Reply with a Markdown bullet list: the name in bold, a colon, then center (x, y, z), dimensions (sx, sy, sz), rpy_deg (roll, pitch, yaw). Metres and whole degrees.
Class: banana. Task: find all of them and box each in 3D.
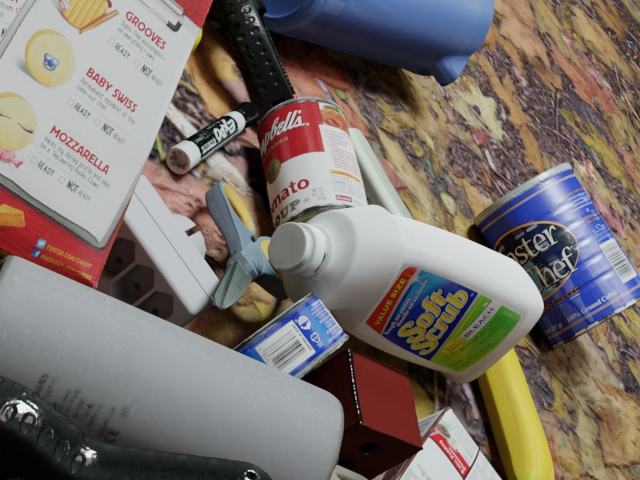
- **banana**: center (0.144, 0.124, 0.808), dimensions (0.198, 0.037, 0.069), rpy_deg (-101, 176, -47)

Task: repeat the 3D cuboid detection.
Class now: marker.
- **marker**: center (-0.072, -0.074, 0.745), dimensions (0.020, 0.020, 0.121), rpy_deg (51, 30, -5)

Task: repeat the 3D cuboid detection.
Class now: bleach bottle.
- **bleach bottle**: center (0.050, 0.034, 0.703), dimensions (0.250, 0.103, 0.068), rpy_deg (18, 33, -51)

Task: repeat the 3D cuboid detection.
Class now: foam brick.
- **foam brick**: center (0.011, 0.108, 0.616), dimensions (0.052, 0.078, 0.051), rpy_deg (26, 40, -35)

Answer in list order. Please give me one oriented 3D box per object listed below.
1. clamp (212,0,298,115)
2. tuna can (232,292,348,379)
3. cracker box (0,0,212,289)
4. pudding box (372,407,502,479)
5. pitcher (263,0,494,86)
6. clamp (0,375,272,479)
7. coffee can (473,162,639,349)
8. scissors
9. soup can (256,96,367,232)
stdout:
- **clamp**: center (-0.064, -0.186, 0.828), dimensions (0.164, 0.036, 0.210), rpy_deg (-23, 90, -86)
- **tuna can**: center (-0.028, 0.066, 0.596), dimensions (0.034, 0.086, 0.086), rpy_deg (53, 30, 3)
- **cracker box**: center (-0.149, -0.105, 0.513), dimensions (0.164, 0.072, 0.213), rpy_deg (28, 76, -37)
- **pudding box**: center (0.079, 0.171, 0.686), dimensions (0.090, 0.039, 0.113), rpy_deg (55, 32, -1)
- **pitcher**: center (0.039, -0.236, 0.963), dimensions (0.149, 0.145, 0.242), rpy_deg (34, 21, 33)
- **clamp**: center (-0.115, 0.108, 0.442), dimensions (0.171, 0.120, 0.039), rpy_deg (24, 28, -7)
- **coffee can**: center (0.221, 0.014, 0.981), dimensions (0.102, 0.103, 0.140), rpy_deg (-15, 72, -58)
- **scissors**: center (-0.054, 0.001, 0.629), dimensions (0.096, 0.016, 0.201), rpy_deg (55, 8, 10)
- **soup can**: center (-0.005, -0.042, 0.757), dimensions (0.068, 0.069, 0.102), rpy_deg (25, 41, -40)
